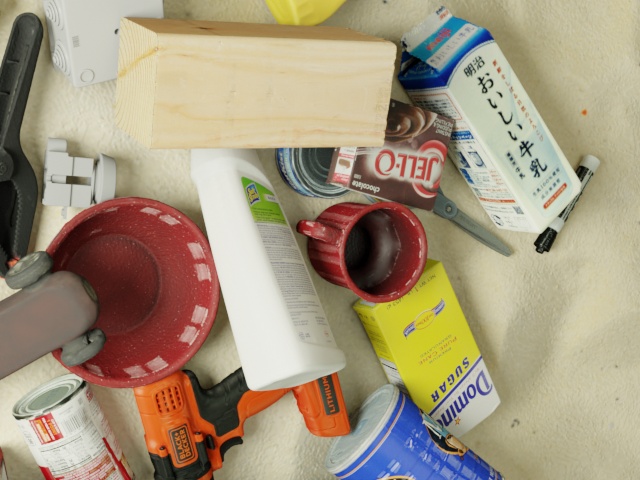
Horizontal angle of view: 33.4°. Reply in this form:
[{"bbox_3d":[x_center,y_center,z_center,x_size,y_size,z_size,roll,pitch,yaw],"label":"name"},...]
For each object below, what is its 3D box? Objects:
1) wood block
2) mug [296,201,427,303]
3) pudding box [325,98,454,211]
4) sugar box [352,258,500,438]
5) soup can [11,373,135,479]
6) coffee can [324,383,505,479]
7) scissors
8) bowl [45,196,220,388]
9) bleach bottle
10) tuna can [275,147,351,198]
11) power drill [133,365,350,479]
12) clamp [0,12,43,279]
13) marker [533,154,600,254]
[{"bbox_3d":[-0.053,-0.128,0.869,0.205,0.091,0.090,-3,110,-28],"label":"wood block"},{"bbox_3d":[0.030,0.004,0.993,0.117,0.082,0.093,16,89,-28],"label":"mug"},{"bbox_3d":[0.066,-0.082,0.988,0.113,0.039,0.090,12,91,-36],"label":"pudding box"},{"bbox_3d":[0.109,0.115,1.068,0.093,0.048,0.176,-33,109,-20],"label":"sugar box"},{"bbox_3d":[-0.208,0.172,0.899,0.068,0.069,0.102,-29,108,-21],"label":"soup can"},{"bbox_3d":[0.089,0.219,1.016,0.140,0.103,0.102,40,77,-6],"label":"coffee can"},{"bbox_3d":[0.126,-0.053,1.073,0.201,0.016,0.096,16,89,-28],"label":"scissors"},{"bbox_3d":[-0.169,0.041,0.910,0.161,0.055,0.162,-3,97,-27],"label":"bowl"},{"bbox_3d":[-0.056,0.001,0.927,0.102,0.068,0.251,11,59,-65],"label":"bleach bottle"},{"bbox_3d":[0.003,-0.082,0.997,0.086,0.034,0.086,-3,98,-27],"label":"tuna can"},{"bbox_3d":[-0.067,0.177,0.978,0.187,0.057,0.184,-20,108,-25],"label":"power drill"},{"bbox_3d":[-0.266,-0.060,0.821,0.164,0.036,0.210,-36,133,-57],"label":"clamp"},{"bbox_3d":[0.263,-0.038,1.144,0.020,0.020,0.121,37,79,-26],"label":"marker"}]
